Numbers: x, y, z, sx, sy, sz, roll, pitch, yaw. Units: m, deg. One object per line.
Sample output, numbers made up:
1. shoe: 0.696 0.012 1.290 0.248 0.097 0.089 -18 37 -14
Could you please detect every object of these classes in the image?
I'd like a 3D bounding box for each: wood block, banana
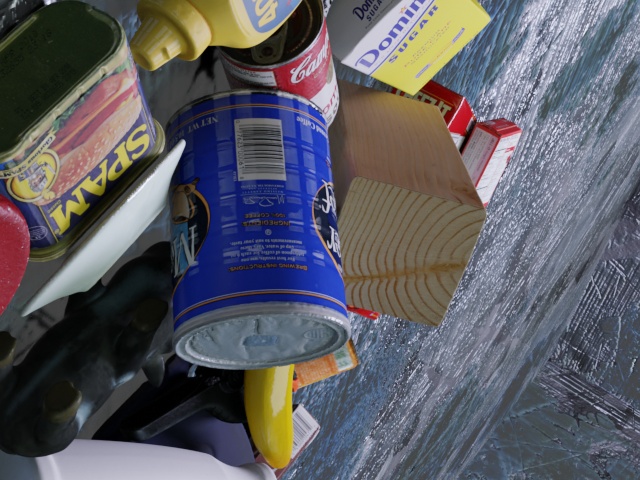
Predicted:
1. wood block: 0.045 -0.035 0.763 0.206 0.090 0.090 -97 -156 -64
2. banana: -0.025 0.082 0.801 0.069 0.037 0.198 9 101 -38

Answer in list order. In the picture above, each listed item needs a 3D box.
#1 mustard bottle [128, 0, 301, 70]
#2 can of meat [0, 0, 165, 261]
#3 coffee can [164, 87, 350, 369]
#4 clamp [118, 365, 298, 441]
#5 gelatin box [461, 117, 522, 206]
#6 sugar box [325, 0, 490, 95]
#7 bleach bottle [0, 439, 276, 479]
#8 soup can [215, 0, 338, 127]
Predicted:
1. mustard bottle: -0.035 -0.161 0.573 0.191 0.058 0.096 -50 149 -19
2. can of meat: -0.129 -0.054 0.514 0.102 0.057 0.084 -49 157 -22
3. coffee can: -0.040 -0.005 0.637 0.103 0.103 0.140 70 13 -67
4. clamp: -0.077 0.088 0.811 0.171 0.039 0.120 6 101 -54
5. gelatin box: 0.151 -0.071 1.010 0.073 0.030 0.089 -20 137 -62
6. sugar box: 0.064 -0.165 0.804 0.093 0.048 0.176 -44 167 17
7. bleach bottle: -0.113 0.186 0.762 0.250 0.068 0.103 8 116 -42
8. soup can: -0.026 -0.110 0.663 0.068 0.068 0.102 -53 161 -15
